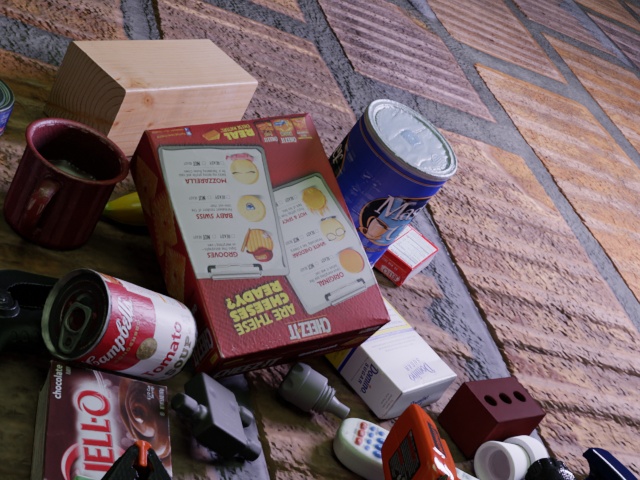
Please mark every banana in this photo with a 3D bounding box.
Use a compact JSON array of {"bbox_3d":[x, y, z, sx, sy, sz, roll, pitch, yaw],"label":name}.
[{"bbox_3d":[-0.154,-0.055,1.059,0.069,0.037,0.197,37,29,5],"label":"banana"}]

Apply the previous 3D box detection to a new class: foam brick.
[{"bbox_3d":[0.160,0.164,0.997,0.078,0.051,0.053,1,40,-43],"label":"foam brick"}]

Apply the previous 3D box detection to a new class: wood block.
[{"bbox_3d":[-0.176,-0.154,1.139,0.091,0.090,0.205,43,31,21],"label":"wood block"}]

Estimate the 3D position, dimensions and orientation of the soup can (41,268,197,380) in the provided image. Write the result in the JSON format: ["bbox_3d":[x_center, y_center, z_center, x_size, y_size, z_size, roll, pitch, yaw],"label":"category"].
[{"bbox_3d":[-0.150,0.066,0.808,0.102,0.068,0.068,26,22,-53],"label":"soup can"}]

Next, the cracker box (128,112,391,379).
[{"bbox_3d":[-0.056,0.001,0.927,0.163,0.072,0.214,-10,68,-29],"label":"cracker box"}]

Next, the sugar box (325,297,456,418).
[{"bbox_3d":[0.038,0.087,1.011,0.093,0.048,0.176,-6,48,-50],"label":"sugar box"}]

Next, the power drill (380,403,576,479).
[{"bbox_3d":[0.141,0.198,0.832,0.187,0.057,0.184,26,15,-12],"label":"power drill"}]

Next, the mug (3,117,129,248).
[{"bbox_3d":[-0.227,-0.042,0.920,0.093,0.082,0.117,28,28,-6],"label":"mug"}]

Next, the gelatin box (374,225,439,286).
[{"bbox_3d":[0.083,0.009,1.195,0.073,0.030,0.089,39,29,12],"label":"gelatin box"}]

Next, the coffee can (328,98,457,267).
[{"bbox_3d":[0.049,-0.051,1.026,0.102,0.140,0.103,26,35,-20],"label":"coffee can"}]

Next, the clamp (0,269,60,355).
[{"bbox_3d":[-0.253,0.052,0.792,0.120,0.039,0.171,42,23,10],"label":"clamp"}]

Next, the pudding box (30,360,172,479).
[{"bbox_3d":[-0.152,0.143,0.743,0.090,0.039,0.113,18,31,-23],"label":"pudding box"}]
